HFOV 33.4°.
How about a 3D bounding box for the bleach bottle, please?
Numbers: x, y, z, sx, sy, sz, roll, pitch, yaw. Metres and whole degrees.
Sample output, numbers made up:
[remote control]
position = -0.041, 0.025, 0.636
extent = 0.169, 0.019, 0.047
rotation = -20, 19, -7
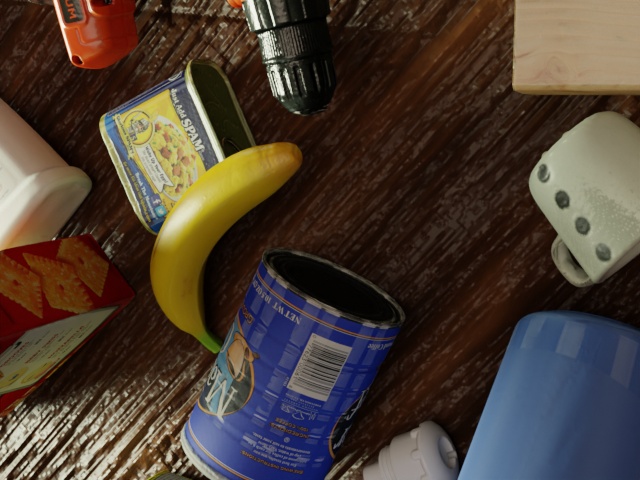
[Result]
[bleach bottle]
position = -0.290, -0.097, 0.813
extent = 0.251, 0.068, 0.103
rotation = 47, 108, 12

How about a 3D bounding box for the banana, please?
[banana]
position = -0.073, -0.001, 0.716
extent = 0.069, 0.037, 0.198
rotation = 13, 134, -14

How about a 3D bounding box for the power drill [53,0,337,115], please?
[power drill]
position = -0.081, -0.159, 0.664
extent = 0.188, 0.057, 0.184
rotation = -6, 102, 32

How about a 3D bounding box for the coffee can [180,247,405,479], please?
[coffee can]
position = -0.019, 0.090, 0.709
extent = 0.103, 0.102, 0.140
rotation = 29, 104, 15

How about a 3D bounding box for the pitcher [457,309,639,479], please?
[pitcher]
position = 0.140, 0.173, 0.615
extent = 0.145, 0.149, 0.242
rotation = 15, 73, 21

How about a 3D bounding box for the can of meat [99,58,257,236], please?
[can of meat]
position = -0.096, -0.062, 0.747
extent = 0.084, 0.057, 0.102
rotation = -24, 87, 22

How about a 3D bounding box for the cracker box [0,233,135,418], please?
[cracker box]
position = -0.249, 0.076, 0.733
extent = 0.164, 0.213, 0.072
rotation = -41, 81, 19
